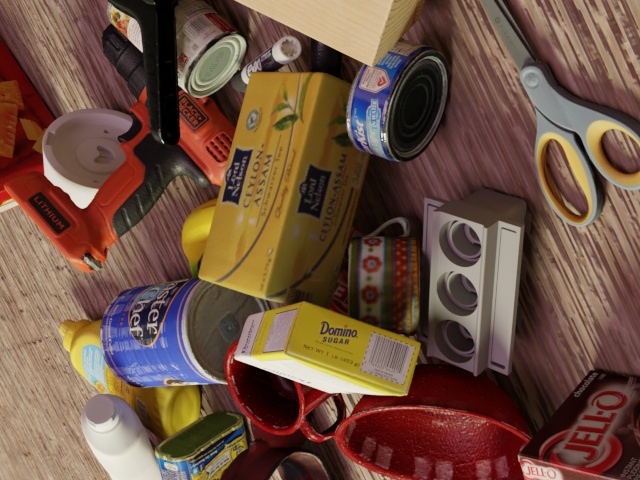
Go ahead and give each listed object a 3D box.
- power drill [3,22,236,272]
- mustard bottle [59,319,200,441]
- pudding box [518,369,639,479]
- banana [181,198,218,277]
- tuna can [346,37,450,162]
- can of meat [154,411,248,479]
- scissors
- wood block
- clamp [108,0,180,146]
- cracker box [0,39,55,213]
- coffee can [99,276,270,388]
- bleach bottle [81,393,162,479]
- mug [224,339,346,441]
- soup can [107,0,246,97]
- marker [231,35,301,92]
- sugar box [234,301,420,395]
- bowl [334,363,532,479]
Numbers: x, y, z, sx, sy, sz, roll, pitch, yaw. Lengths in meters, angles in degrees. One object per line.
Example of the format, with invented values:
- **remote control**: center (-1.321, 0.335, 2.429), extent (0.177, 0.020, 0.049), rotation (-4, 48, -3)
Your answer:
- **power drill**: center (-0.177, -0.079, 0.925), extent (0.184, 0.187, 0.057), rotation (47, 175, 13)
- **mustard bottle**: center (-0.215, 0.138, 1.155), extent (0.192, 0.058, 0.096), rotation (30, 140, 28)
- **pudding box**: center (0.202, 0.138, 0.728), extent (0.090, 0.113, 0.039), rotation (7, 119, 41)
- **banana**: center (-0.070, -0.011, 0.962), extent (0.198, 0.037, 0.069), rotation (-13, 125, 48)
- **tuna can**: center (0.057, -0.099, 0.758), extent (0.034, 0.085, 0.086), rotation (23, 126, 31)
- **can of meat**: center (-0.115, 0.232, 1.083), extent (0.058, 0.101, 0.084), rotation (4, 112, 40)
- **scissors**: center (0.162, -0.106, 0.708), extent (0.096, 0.016, 0.202), rotation (-8, 106, 43)
- **wood block**: center (-0.028, -0.212, 0.711), extent (0.206, 0.090, 0.091), rotation (27, 130, 11)
- **clamp**: center (-0.126, -0.190, 0.838), extent (0.210, 0.036, 0.165), rotation (48, 112, 19)
- **cracker box**: center (-0.370, -0.128, 1.082), extent (0.214, 0.163, 0.072), rotation (56, 135, 4)
- **coffee can**: center (-0.129, 0.087, 1.016), extent (0.141, 0.102, 0.103), rotation (-10, 104, 45)
- **bleach bottle**: center (-0.193, 0.229, 1.099), extent (0.103, 0.068, 0.251), rotation (52, 165, 28)
- **mug**: center (-0.018, 0.122, 0.947), extent (0.117, 0.081, 0.093), rotation (55, 137, 6)
- **soup can**: center (-0.120, -0.176, 0.893), extent (0.102, 0.068, 0.069), rotation (43, 134, 17)
- **marker**: center (-0.046, -0.139, 0.853), extent (0.020, 0.020, 0.121), rotation (65, 157, -5)
- **sugar box**: center (-0.001, 0.083, 0.803), extent (0.093, 0.048, 0.176), rotation (21, 170, -13)
- **bowl**: center (0.094, 0.142, 0.840), extent (0.162, 0.055, 0.162), rotation (7, 148, 4)
